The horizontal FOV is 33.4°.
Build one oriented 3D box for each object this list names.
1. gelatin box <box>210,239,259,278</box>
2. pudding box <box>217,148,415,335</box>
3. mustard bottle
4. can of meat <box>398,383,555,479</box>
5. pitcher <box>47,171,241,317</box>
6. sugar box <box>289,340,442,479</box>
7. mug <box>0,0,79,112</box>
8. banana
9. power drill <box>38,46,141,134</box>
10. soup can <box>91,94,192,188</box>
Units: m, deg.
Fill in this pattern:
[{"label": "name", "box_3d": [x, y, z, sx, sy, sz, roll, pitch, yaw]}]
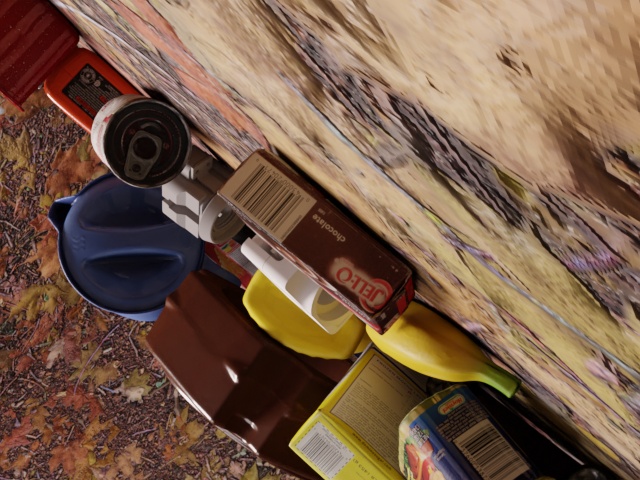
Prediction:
[{"label": "gelatin box", "box_3d": [-0.091, -0.012, 1.103, 0.073, 0.030, 0.089, 43, -166, -40]}, {"label": "pudding box", "box_3d": [0.001, 0.003, 0.607, 0.113, 0.039, 0.090, 41, 176, 12]}, {"label": "mustard bottle", "box_3d": [0.001, 0.060, 0.902, 0.096, 0.058, 0.191, 27, -179, 10]}, {"label": "can of meat", "box_3d": [0.094, 0.147, 0.665, 0.084, 0.057, 0.102, 50, 162, 28]}, {"label": "pitcher", "box_3d": [-0.171, 0.023, 1.073, 0.243, 0.145, 0.149, 120, 127, -80]}, {"label": "sugar box", "box_3d": [0.052, 0.131, 0.793, 0.093, 0.048, 0.176, 43, -155, 4]}, {"label": "mug", "box_3d": [-0.266, -0.176, 0.893, 0.117, 0.081, 0.093, 42, 175, -2]}, {"label": "banana", "box_3d": [0.061, 0.066, 0.689, 0.069, 0.037, 0.198, 43, 175, -11]}, {"label": "power drill", "box_3d": [-0.194, -0.114, 1.020, 0.184, 0.057, 0.188, 40, 175, -10]}, {"label": "soup can", "box_3d": [-0.146, -0.082, 0.855, 0.068, 0.068, 0.102, 44, 175, -19]}]
